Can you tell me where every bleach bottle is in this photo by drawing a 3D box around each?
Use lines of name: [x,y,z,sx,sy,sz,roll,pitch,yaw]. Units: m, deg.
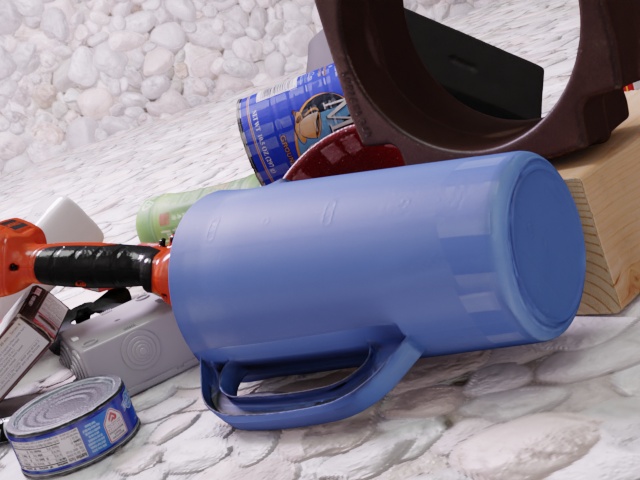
bleach bottle: [-0.309,0.067,0.969,0.250,0.068,0.103,-50,18,-24]

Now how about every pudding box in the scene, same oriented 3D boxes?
pudding box: [-0.252,0.096,0.845,0.113,0.039,0.090,-50,14,7]

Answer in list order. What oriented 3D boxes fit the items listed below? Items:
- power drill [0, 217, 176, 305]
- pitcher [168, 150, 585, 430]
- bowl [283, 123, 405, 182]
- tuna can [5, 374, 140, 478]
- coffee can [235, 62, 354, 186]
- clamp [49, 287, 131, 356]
power drill: [-0.164,0.013,0.853,0.187,0.057,0.184,1,6,1]
pitcher: [0.030,0.026,0.657,0.243,0.149,0.144,-9,5,38]
bowl: [0.031,-0.017,0.870,0.162,0.055,0.162,-22,49,28]
tuna can: [-0.169,0.125,0.727,0.086,0.034,0.086,-18,14,4]
coffee can: [0.008,-0.105,0.967,0.140,0.103,0.102,-19,14,13]
clamp: [-0.223,0.079,0.963,0.120,0.039,0.172,-24,10,-11]
